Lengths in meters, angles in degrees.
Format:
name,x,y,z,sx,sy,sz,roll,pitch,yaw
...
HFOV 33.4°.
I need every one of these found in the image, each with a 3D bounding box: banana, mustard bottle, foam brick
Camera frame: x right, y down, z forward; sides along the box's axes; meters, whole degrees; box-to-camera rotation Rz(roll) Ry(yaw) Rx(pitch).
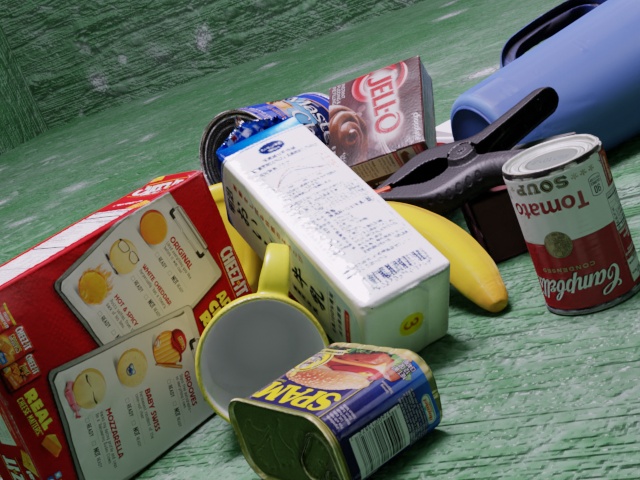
name,x,y,z,sx,sy,sz,roll,pitch,yaw
banana,0.064,0.006,0.814,0.198,0.069,0.037,9,-1,43
mustard bottle,-0.057,0.001,0.962,0.058,0.096,0.191,-16,-4,12
foam brick,0.147,-0.022,0.867,0.051,0.053,0.078,-22,14,1

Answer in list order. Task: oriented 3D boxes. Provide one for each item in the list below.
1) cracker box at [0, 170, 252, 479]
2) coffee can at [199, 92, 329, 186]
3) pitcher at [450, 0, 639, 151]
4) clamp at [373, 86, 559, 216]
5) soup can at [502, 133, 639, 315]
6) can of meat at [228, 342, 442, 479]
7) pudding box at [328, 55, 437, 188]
name,x,y,z,sx,sy,sz,roll,pitch,yaw
cracker box,-0.146,0.069,0.751,0.072,0.164,0.213,-3,25,45
coffee can,-0.041,-0.092,1.092,0.103,0.103,0.140,-11,7,35
pitcher,0.239,-0.144,1.003,0.242,0.145,0.149,-30,7,-17
clamp,0.123,-0.055,0.832,0.171,0.039,0.120,-30,22,9
soup can,0.167,-0.011,0.707,0.068,0.102,0.068,-20,16,6
can of meat,0.010,0.103,0.628,0.083,0.057,0.102,-29,17,-33
pudding box,0.054,-0.101,0.936,0.090,0.039,0.113,-19,48,22
